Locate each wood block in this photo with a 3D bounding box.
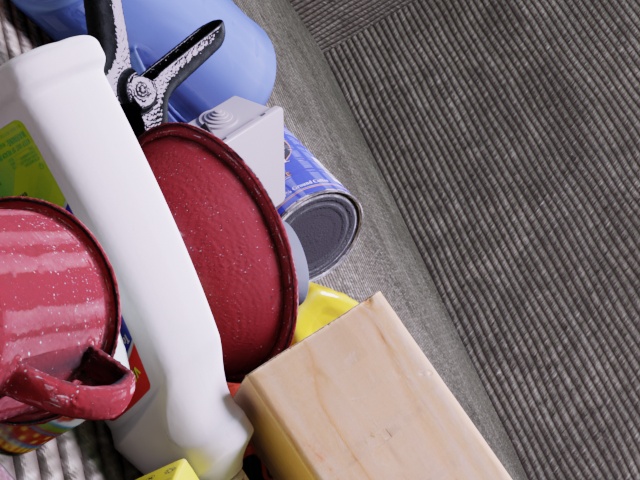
[{"bbox_3d":[0.047,0.144,0.573,0.206,0.090,0.091,55,-19,10],"label":"wood block"}]

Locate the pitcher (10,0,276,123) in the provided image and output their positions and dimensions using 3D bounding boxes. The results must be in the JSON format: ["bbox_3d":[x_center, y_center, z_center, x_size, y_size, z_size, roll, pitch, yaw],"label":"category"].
[{"bbox_3d":[-0.139,-0.167,0.848,0.149,0.145,0.242,27,-5,28],"label":"pitcher"}]

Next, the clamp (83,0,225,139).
[{"bbox_3d":[-0.120,-0.100,0.708,0.120,0.039,0.171,15,81,-39],"label":"clamp"}]

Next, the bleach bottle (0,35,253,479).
[{"bbox_3d":[-0.098,0.031,0.542,0.068,0.103,0.251,-34,98,-50],"label":"bleach bottle"}]

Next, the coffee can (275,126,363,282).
[{"bbox_3d":[-0.042,-0.041,0.956,0.140,0.103,0.102,48,-1,39],"label":"coffee can"}]

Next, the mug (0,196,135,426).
[{"bbox_3d":[-0.123,0.035,0.389,0.117,0.093,0.081,28,8,13],"label":"mug"}]

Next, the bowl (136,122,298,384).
[{"bbox_3d":[-0.088,0.017,0.614,0.055,0.162,0.162,-24,84,-42],"label":"bowl"}]

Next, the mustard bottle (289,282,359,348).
[{"bbox_3d":[-0.038,0.053,0.758,0.096,0.058,0.192,45,-16,-33],"label":"mustard bottle"}]
